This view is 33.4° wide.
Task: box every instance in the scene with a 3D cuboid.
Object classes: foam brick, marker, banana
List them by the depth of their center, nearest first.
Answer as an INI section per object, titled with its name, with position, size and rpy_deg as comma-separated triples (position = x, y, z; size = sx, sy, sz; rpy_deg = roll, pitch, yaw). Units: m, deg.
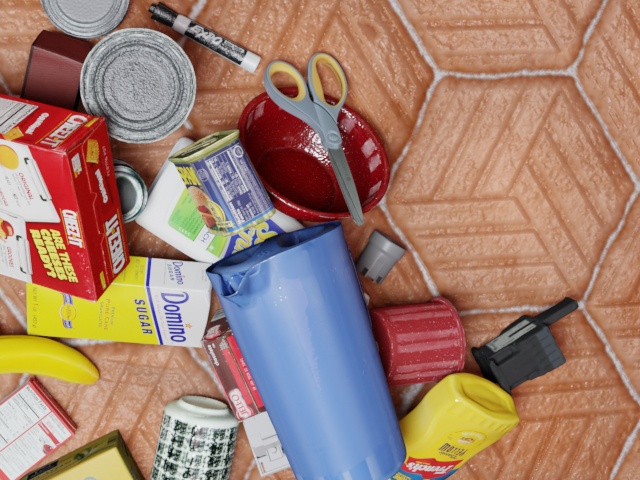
[foam brick]
position = -0.255, -0.154, 1.027
size = 0.051, 0.053, 0.078
rpy_deg = 16, 119, -9
[banana]
position = -0.308, 0.125, 1.037
size = 0.197, 0.037, 0.070
rpy_deg = -10, 109, -38
[marker]
position = -0.117, -0.204, 1.070
size = 0.121, 0.020, 0.020
rpy_deg = 27, 92, -11

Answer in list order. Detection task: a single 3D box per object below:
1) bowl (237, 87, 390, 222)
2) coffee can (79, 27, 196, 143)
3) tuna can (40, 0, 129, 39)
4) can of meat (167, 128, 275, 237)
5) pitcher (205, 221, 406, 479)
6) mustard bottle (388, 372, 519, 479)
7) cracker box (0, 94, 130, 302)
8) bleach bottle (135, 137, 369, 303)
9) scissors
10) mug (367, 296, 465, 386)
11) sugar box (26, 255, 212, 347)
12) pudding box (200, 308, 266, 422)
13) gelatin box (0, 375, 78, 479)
[bowl]
position = -0.014, -0.074, 1.060
size = 0.162, 0.055, 0.162
rpy_deg = 14, 51, -18
[coffee can]
position = -0.171, -0.144, 1.008
size = 0.102, 0.140, 0.103
rpy_deg = -1, 97, -9
[tuna can]
position = -0.229, -0.240, 1.042
size = 0.086, 0.034, 0.086
rpy_deg = -1, 97, -9
[can of meat]
position = -0.091, -0.052, 0.986
size = 0.057, 0.102, 0.084
rpy_deg = -30, 103, -15
[pitcher]
position = 0.000, 0.108, 1.004
size = 0.149, 0.145, 0.243
rpy_deg = -21, 98, -11
[mustard bottle]
position = 0.109, 0.216, 1.109
size = 0.096, 0.058, 0.192
rpy_deg = 22, 126, -33
[cracker box]
position = -0.286, -0.049, 0.959
size = 0.214, 0.072, 0.164
rpy_deg = 14, 132, 19
[bleach bottle]
position = -0.057, 0.001, 1.084
size = 0.250, 0.068, 0.102
rpy_deg = 31, 91, -13
[scissors]
position = -0.008, -0.106, 1.038
size = 0.096, 0.016, 0.202
rpy_deg = 8, 56, -16
[mug]
position = 0.086, 0.113, 1.102
size = 0.081, 0.117, 0.093
rpy_deg = -3, 58, -25
[sugar box]
position = -0.198, 0.059, 1.055
size = 0.176, 0.048, 0.093
rpy_deg = 7, 136, -7
[pudding box]
position = -0.079, 0.118, 1.067
size = 0.039, 0.113, 0.090
rpy_deg = -21, 100, 9
[gelatin box]
position = -0.305, 0.193, 1.085
size = 0.089, 0.030, 0.073
rpy_deg = -38, 99, -3
